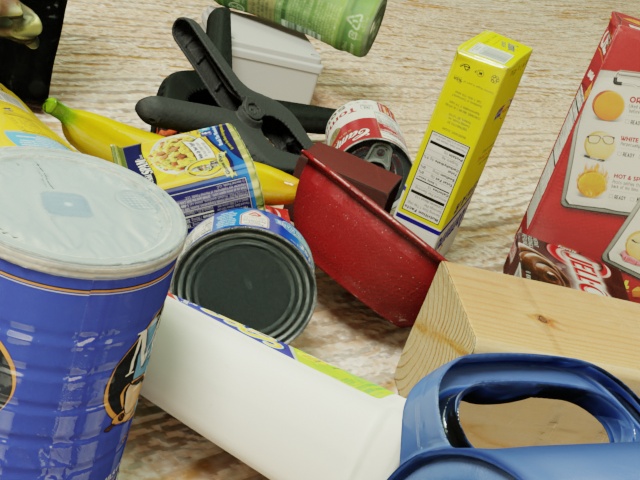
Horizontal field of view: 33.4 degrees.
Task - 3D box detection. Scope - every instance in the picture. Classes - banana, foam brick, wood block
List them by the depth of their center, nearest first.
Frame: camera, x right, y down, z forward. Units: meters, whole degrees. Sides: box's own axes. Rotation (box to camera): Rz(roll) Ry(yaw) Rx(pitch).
[{"bbox_3d":[0.161,0.089,0.641,0.206,0.090,0.091,13,27,-13],"label":"wood block"},{"bbox_3d":[-0.109,-0.058,0.796,0.197,0.037,0.069,17,0,-4],"label":"banana"},{"bbox_3d":[0.017,-0.035,0.837,0.078,0.053,0.051,23,25,10],"label":"foam brick"}]

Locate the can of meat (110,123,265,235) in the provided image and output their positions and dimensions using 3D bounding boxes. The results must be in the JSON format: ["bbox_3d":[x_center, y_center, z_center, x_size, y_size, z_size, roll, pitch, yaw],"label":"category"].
[{"bbox_3d":[-0.086,-0.032,0.693,0.084,0.057,0.102,-15,31,-9],"label":"can of meat"}]

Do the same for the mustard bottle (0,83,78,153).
[{"bbox_3d":[-0.188,-0.044,0.701,0.192,0.058,0.096,37,7,33],"label":"mustard bottle"}]

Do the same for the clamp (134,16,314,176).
[{"bbox_3d":[-0.071,-0.094,0.856,0.171,0.039,0.120,39,48,-13],"label":"clamp"}]

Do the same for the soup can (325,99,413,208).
[{"bbox_3d":[0.040,-0.074,0.914,0.068,0.068,0.102,14,25,-10],"label":"soup can"}]

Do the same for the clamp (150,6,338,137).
[{"bbox_3d":[-0.086,-0.128,0.931,0.164,0.036,0.209,46,40,10],"label":"clamp"}]

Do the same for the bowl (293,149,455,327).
[{"bbox_3d":[0.036,0.009,0.714,0.162,0.055,0.162,38,3,-2],"label":"bowl"}]

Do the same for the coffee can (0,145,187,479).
[{"bbox_3d":[-0.126,0.043,0.475,0.102,0.140,0.103,15,25,-8],"label":"coffee can"}]

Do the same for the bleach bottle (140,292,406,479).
[{"bbox_3d":[-0.064,0.063,0.551,0.251,0.068,0.102,26,-2,18],"label":"bleach bottle"}]

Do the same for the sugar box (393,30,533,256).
[{"bbox_3d":[0.102,-0.065,0.809,0.048,0.176,0.093,24,26,15],"label":"sugar box"}]

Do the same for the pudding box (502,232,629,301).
[{"bbox_3d":[0.187,0.042,0.814,0.090,0.039,0.113,20,25,0],"label":"pudding box"}]

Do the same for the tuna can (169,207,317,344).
[{"bbox_3d":[-0.045,0.025,0.635,0.086,0.086,0.034,15,23,-8],"label":"tuna can"}]
